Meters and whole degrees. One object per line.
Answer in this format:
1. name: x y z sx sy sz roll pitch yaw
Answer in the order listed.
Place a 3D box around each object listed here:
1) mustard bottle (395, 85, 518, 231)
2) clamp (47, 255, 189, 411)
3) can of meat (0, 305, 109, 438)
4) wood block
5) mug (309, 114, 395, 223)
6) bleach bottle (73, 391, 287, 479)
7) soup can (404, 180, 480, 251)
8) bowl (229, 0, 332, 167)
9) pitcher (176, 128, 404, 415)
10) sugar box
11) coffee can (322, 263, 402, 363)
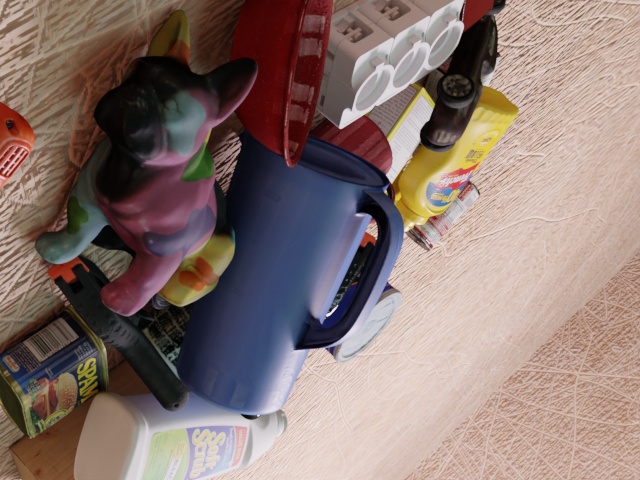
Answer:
1. mustard bottle: 0.142 -0.087 1.219 0.096 0.058 0.192 -6 136 -51
2. clamp: -0.167 0.075 0.901 0.039 0.120 0.171 -40 145 -2
3. can of meat: -0.236 0.117 0.930 0.083 0.057 0.102 -34 156 -28
4. wood block: -0.201 0.195 1.095 0.205 0.090 0.091 -38 159 -26
5. mug: 0.026 -0.068 1.047 0.081 0.117 0.093 -43 173 -28
6. bleach bottle: -0.118 0.187 1.041 0.250 0.068 0.103 0 114 -53
7. soup can: 0.154 -0.045 1.415 0.102 0.068 0.068 -47 160 -4
8. bowl: -0.033 -0.140 0.817 0.162 0.055 0.162 12 89 -84
9. pitcher: -0.034 0.032 0.939 0.149 0.145 0.243 -111 -140 -69
10. sugar box: 0.055 -0.088 1.146 0.176 0.048 0.093 -53 159 2
11. coffee can: 0.005 0.051 1.179 0.102 0.140 0.103 -41 159 -20
